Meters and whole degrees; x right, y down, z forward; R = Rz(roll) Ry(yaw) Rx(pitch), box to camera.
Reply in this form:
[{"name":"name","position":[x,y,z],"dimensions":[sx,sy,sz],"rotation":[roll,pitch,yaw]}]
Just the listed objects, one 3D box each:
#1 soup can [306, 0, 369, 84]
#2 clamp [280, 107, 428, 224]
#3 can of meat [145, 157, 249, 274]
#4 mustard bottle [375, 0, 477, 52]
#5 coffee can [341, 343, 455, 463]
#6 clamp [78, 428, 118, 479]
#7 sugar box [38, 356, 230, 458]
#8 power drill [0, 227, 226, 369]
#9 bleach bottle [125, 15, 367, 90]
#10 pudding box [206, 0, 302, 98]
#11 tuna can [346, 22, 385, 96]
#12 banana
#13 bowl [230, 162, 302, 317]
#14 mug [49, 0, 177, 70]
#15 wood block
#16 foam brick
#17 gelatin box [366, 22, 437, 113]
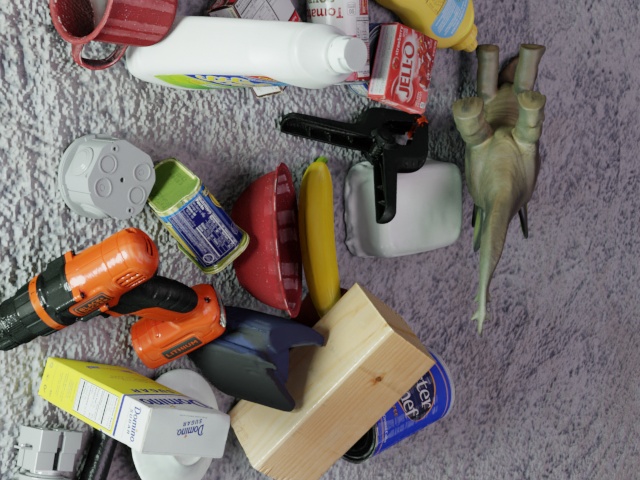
[{"name":"soup can","position":[0.019,-0.223,1.166],"dimensions":[0.068,0.069,0.102],"rotation":[-12,105,-43]},{"name":"clamp","position":[0.070,-0.098,1.210],"dimensions":[0.209,0.165,0.036],"rotation":[-21,154,-48]},{"name":"can of meat","position":[-0.127,-0.026,1.035],"dimensions":[0.057,0.102,0.084],"rotation":[-41,123,-8]},{"name":"mustard bottle","position":[0.133,-0.285,1.273],"dimensions":[0.191,0.058,0.096],"rotation":[36,71,-42]},{"name":"coffee can","position":[0.077,0.191,1.271],"dimensions":[0.140,0.103,0.103],"rotation":[-20,111,-41]},{"name":"clamp","position":[-0.226,0.255,1.033],"dimensions":[0.171,0.039,0.120],"rotation":[-42,117,-40]},{"name":"sugar box","position":[-0.171,0.150,0.969],"dimensions":[0.093,0.177,0.048],"rotation":[15,87,-45]},{"name":"power drill","position":[-0.189,0.067,0.978],"dimensions":[0.187,0.185,0.057],"rotation":[31,37,-57]},{"name":"bleach bottle","position":[-0.064,-0.170,0.964],"dimensions":[0.102,0.251,0.068],"rotation":[9,91,-45]},{"name":"pudding box","position":[-0.060,-0.218,1.097],"dimensions":[0.113,0.039,0.090],"rotation":[57,44,-32]},{"name":"tuna can","position":[0.064,-0.209,1.236],"dimensions":[0.085,0.034,0.086],"rotation":[-9,104,-43]},{"name":"banana","position":[0.003,-0.004,1.165],"dimensions":[0.069,0.037,0.198],"rotation":[16,69,-61]},{"name":"bowl","position":[-0.057,0.001,1.108],"dimensions":[0.162,0.055,0.162],"rotation":[-4,90,-82]},{"name":"mug","position":[-0.187,-0.207,0.960],"dimensions":[0.081,0.093,0.117],"rotation":[-2,121,-49]},{"name":"wood block","position":[0.010,0.160,1.149],"dimensions":[0.206,0.090,0.090],"rotation":[-46,131,8]},{"name":"foam brick","position":[0.004,0.096,1.219],"dimensions":[0.078,0.053,0.051],"rotation":[-55,130,-22]},{"name":"gelatin box","position":[0.095,-0.196,1.221],"dimensions":[0.073,0.030,0.089],"rotation":[12,89,-45]}]
